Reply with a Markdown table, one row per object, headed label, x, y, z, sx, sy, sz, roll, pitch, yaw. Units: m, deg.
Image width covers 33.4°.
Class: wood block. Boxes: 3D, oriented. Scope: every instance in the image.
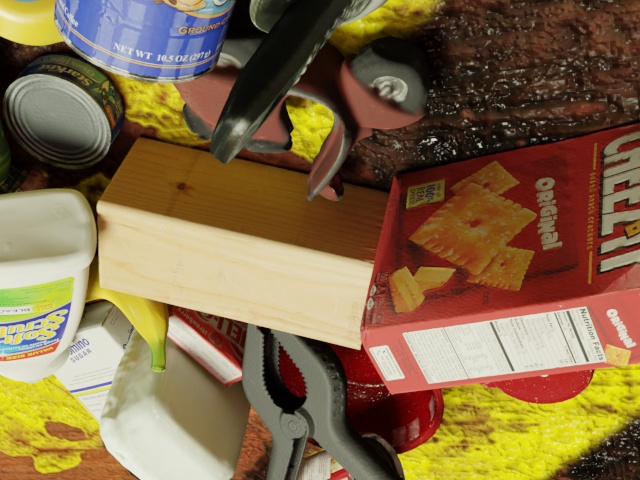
| label | x | y | z | sx | sy | sz | roll | pitch | yaw |
| --- | --- | --- | --- | --- | --- | --- | --- | --- | --- |
| wood block | -0.055 | 0.000 | 0.813 | 0.206 | 0.090 | 0.090 | 13 | 132 | 6 |

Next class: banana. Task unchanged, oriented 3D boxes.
| label | x | y | z | sx | sy | sz | roll | pitch | yaw |
| --- | --- | --- | --- | --- | --- | --- | --- | --- | --- |
| banana | -0.176 | 0.045 | 0.884 | 0.037 | 0.069 | 0.198 | 25 | 177 | -39 |

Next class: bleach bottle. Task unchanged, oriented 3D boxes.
| label | x | y | z | sx | sy | sz | roll | pitch | yaw |
| --- | --- | --- | --- | --- | --- | --- | --- | --- | --- |
| bleach bottle | -0.231 | 0.053 | 0.857 | 0.102 | 0.068 | 0.251 | -7 | 152 | -15 |

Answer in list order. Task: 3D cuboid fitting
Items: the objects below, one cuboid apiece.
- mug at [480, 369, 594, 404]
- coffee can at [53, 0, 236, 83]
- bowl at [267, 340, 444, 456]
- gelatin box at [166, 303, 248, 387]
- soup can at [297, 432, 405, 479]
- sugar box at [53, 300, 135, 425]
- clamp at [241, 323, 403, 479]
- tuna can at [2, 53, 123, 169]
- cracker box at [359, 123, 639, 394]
| label | x | y | z | sx | sy | sz | roll | pitch | yaw |
| --- | --- | --- | --- | --- | --- | --- | --- | --- | --- |
| mug | 0.160 | 0.075 | 0.819 | 0.093 | 0.081 | 0.117 | 39 | 130 | -18 |
| coffee can | -0.088 | -0.176 | 0.603 | 0.103 | 0.102 | 0.140 | 22 | 128 | -3 |
| bowl | 0.029 | 0.114 | 0.912 | 0.162 | 0.055 | 0.162 | 9 | 133 | 10 |
| gelatin box | -0.089 | 0.067 | 0.894 | 0.030 | 0.073 | 0.089 | -30 | 116 | 35 |
| soup can | 0.013 | 0.213 | 0.919 | 0.102 | 0.068 | 0.068 | -30 | 117 | 36 |
| sugar box | -0.182 | 0.137 | 1.006 | 0.093 | 0.048 | 0.176 | -16 | 121 | 28 |
| clamp | -0.002 | 0.145 | 0.846 | 0.165 | 0.036 | 0.210 | -6 | 102 | 34 |
| tuna can | -0.193 | -0.098 | 0.807 | 0.086 | 0.033 | 0.086 | 9 | 133 | 10 |
| cracker box | 0.143 | 0.008 | 0.709 | 0.214 | 0.164 | 0.072 | -12 | 128 | 26 |
